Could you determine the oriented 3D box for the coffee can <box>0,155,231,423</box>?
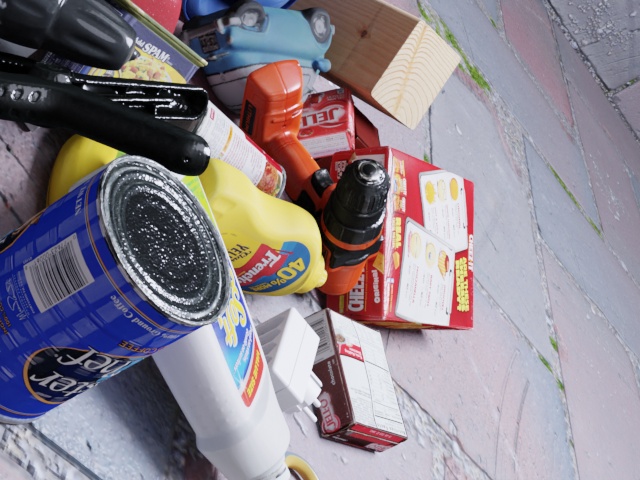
[{"bbox_3d":[-0.136,0.030,0.601,0.102,0.140,0.103,43,30,-33],"label":"coffee can"}]

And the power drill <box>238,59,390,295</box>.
[{"bbox_3d":[-0.006,-0.064,0.926,0.057,0.185,0.188,-18,65,-21],"label":"power drill"}]

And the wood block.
[{"bbox_3d":[0.031,-0.210,1.120,0.206,0.091,0.090,37,4,39],"label":"wood block"}]

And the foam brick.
[{"bbox_3d":[0.018,-0.093,1.105,0.053,0.078,0.051,40,31,-42],"label":"foam brick"}]

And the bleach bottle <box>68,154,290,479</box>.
[{"bbox_3d":[-0.079,0.060,0.719,0.251,0.068,0.102,67,18,-12],"label":"bleach bottle"}]

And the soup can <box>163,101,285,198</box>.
[{"bbox_3d":[-0.087,-0.066,0.886,0.102,0.069,0.068,42,31,-35],"label":"soup can"}]

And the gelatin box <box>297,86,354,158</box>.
[{"bbox_3d":[-0.011,-0.113,1.054,0.073,0.089,0.030,-89,165,-47],"label":"gelatin box"}]

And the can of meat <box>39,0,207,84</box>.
[{"bbox_3d":[-0.145,-0.126,0.775,0.058,0.084,0.102,39,4,37],"label":"can of meat"}]

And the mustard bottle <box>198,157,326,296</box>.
[{"bbox_3d":[-0.055,0.001,0.840,0.191,0.096,0.058,29,40,-50],"label":"mustard bottle"}]

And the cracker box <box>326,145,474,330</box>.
[{"bbox_3d":[0.085,0.006,1.077,0.213,0.072,0.164,13,77,-59],"label":"cracker box"}]

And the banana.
[{"bbox_3d":[-0.159,-0.019,0.734,0.069,0.037,0.198,42,30,-34],"label":"banana"}]

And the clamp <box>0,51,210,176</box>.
[{"bbox_3d":[-0.164,-0.092,0.674,0.210,0.036,0.164,14,16,-3],"label":"clamp"}]

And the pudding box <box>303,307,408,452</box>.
[{"bbox_3d":[0.028,0.124,0.940,0.089,0.039,0.113,29,41,-50],"label":"pudding box"}]
